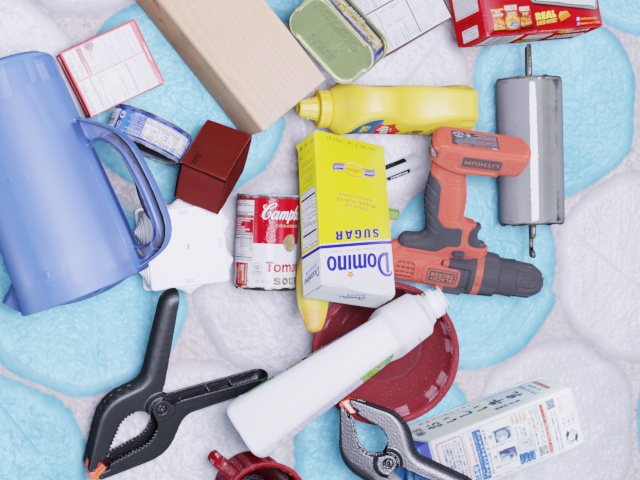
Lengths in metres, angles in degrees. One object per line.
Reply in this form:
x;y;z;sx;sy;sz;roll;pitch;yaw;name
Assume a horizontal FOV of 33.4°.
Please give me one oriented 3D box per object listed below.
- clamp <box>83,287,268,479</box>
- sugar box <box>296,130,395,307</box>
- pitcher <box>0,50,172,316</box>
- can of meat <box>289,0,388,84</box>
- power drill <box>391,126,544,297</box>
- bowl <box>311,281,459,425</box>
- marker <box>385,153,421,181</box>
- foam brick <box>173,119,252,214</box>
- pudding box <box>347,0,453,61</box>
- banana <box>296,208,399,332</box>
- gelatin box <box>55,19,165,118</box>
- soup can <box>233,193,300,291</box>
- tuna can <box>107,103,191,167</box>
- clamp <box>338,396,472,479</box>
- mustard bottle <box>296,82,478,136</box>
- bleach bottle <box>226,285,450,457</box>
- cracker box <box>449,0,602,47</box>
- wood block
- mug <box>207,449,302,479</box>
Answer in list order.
-0.162;0.171;1.125;0.164;0.036;0.210;39;88;-31;clamp
0.026;-0.022;1.122;0.093;0.048;0.176;9;63;-30;sugar box
-0.261;-0.060;1.046;0.149;0.145;0.243;-24;96;-35;pitcher
0.019;-0.216;1.124;0.057;0.084;0.102;-41;96;20;can of meat
0.171;-0.023;1.165;0.184;0.057;0.188;8;119;-3;power drill
0.070;0.119;1.178;0.162;0.055;0.162;0;99;0;bowl
0.057;-0.069;1.199;0.121;0.020;0.020;-22;98;-15;marker
-0.112;-0.077;1.108;0.053;0.051;0.078;22;47;4;foam brick
0.079;-0.260;1.189;0.113;0.039;0.090;-31;102;-11;pudding box
0.017;0.011;1.152;0.070;0.037;0.197;30;56;9;banana
-0.217;-0.177;1.106;0.089;0.030;0.073;-28;101;-14;gelatin box
-0.057;0.001;1.141;0.068;0.069;0.102;2;92;-17;soup can
-0.176;-0.107;1.092;0.086;0.086;0.034;25;83;-16;tuna can
0.084;0.235;1.138;0.120;0.039;0.171;-27;90;-3;clamp
0.068;-0.142;1.159;0.191;0.096;0.058;0;88;-17;mustard bottle
0.024;0.130;1.111;0.251;0.102;0.068;-34;81;-2;bleach bottle
0.216;-0.329;1.196;0.164;0.072;0.214;-10;90;-25;cracker box
-0.101;-0.217;1.109;0.090;0.090;0.206;-42;102;-12;wood block
-0.076;0.265;1.138;0.117;0.082;0.093;43;80;-14;mug
